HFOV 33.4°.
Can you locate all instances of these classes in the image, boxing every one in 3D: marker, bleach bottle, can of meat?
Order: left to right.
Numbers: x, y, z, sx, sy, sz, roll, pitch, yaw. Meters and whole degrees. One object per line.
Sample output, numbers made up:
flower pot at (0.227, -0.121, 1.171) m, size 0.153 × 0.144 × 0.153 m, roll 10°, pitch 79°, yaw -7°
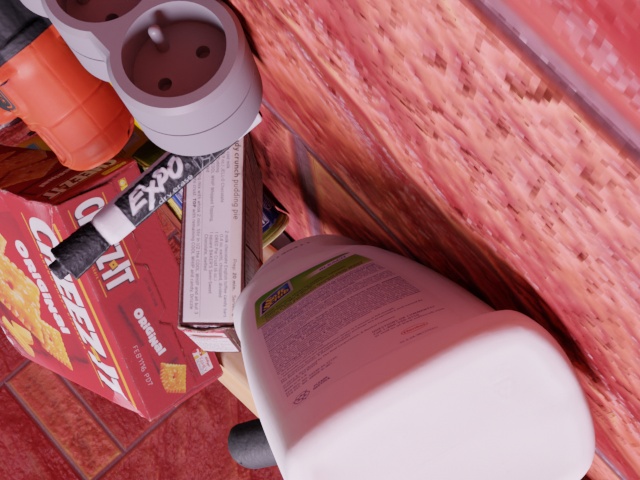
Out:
marker at (-0.078, -0.025, 0.500) m, size 0.020 × 0.121 × 0.020 m, roll 47°, pitch 173°, yaw 7°
can of meat at (-0.076, -0.034, 0.702) m, size 0.084 × 0.057 × 0.102 m, roll 53°, pitch 171°, yaw -20°
bleach bottle at (0.017, 0.040, 0.452) m, size 0.068 × 0.102 × 0.251 m, roll 64°, pitch 177°, yaw -16°

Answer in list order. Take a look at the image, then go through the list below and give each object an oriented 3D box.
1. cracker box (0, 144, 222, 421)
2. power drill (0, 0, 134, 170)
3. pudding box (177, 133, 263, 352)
cracker box at (-0.178, 0.022, 0.753) m, size 0.214 × 0.072 × 0.164 m, roll 11°, pitch 128°, yaw 51°
power drill at (-0.190, -0.119, 0.572) m, size 0.184 × 0.057 × 0.188 m, roll 54°, pitch 165°, yaw -23°
pudding box at (-0.054, 0.001, 0.591) m, size 0.090 × 0.039 × 0.113 m, roll 76°, pitch -169°, yaw -76°
